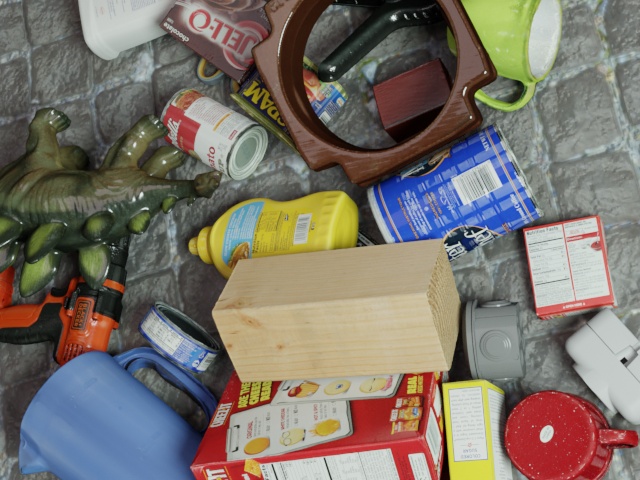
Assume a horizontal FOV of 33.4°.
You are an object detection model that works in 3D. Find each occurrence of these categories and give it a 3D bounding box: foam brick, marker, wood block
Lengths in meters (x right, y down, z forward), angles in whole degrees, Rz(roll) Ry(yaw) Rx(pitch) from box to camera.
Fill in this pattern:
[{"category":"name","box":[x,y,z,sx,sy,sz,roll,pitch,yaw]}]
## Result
[{"category":"foam brick","box":[0.101,-0.142,1.100,0.078,0.053,0.051,-22,69,14]},{"category":"marker","box":[0.036,-0.005,1.107,0.121,0.020,0.020,40,92,25]},{"category":"wood block","box":[0.018,0.068,0.996,0.206,0.090,0.090,-7,33,21]}]

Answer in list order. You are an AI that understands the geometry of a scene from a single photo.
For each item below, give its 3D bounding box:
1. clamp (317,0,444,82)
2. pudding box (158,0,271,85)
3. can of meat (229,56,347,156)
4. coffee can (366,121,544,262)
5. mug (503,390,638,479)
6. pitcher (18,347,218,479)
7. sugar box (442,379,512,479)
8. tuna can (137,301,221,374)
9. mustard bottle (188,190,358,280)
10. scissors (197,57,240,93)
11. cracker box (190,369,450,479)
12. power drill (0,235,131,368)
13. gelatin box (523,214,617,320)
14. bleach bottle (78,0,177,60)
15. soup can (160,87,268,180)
[{"category":"clamp","box":[0.076,-0.259,1.138,0.210,0.036,0.164,-24,47,5]},{"category":"pudding box","box":[-0.106,-0.239,1.179,0.113,0.039,0.090,35,92,5]},{"category":"can of meat","box":[-0.032,-0.155,1.155,0.102,0.057,0.084,41,90,25]},{"category":"coffee can","box":[0.130,-0.037,1.032,0.140,0.102,0.103,-27,68,13]},{"category":"mug","box":[0.222,0.178,0.949,0.117,0.081,0.093,-3,75,21]},{"category":"pitcher","box":[-0.168,0.220,1.077,0.243,0.144,0.149,32,102,22]},{"category":"sugar box","box":[0.146,0.219,0.962,0.048,0.093,0.176,-6,73,21]},{"category":"tuna can","box":[-0.148,0.102,1.115,0.086,0.086,0.034,38,93,26]},{"category":"mustard bottle","box":[-0.057,0.002,1.111,0.192,0.058,0.096,-3,65,31]},{"category":"scissors","box":[-0.053,-0.238,1.207,0.202,0.016,0.096,-40,67,8]},{"category":"cracker box","box":[0.008,0.174,0.986,0.214,0.164,0.072,-11,112,16]},{"category":"power drill","box":[-0.309,0.059,1.206,0.188,0.057,0.184,4,71,24]},{"category":"gelatin box","box":[0.237,0.026,1.013,0.073,0.030,0.089,-12,72,20]},{"category":"bleach bottle","box":[-0.155,-0.295,1.239,0.251,0.068,0.102,-15,75,15]},{"category":"soup can","box":[-0.116,-0.117,1.171,0.102,0.068,0.068,30,88,25]}]
